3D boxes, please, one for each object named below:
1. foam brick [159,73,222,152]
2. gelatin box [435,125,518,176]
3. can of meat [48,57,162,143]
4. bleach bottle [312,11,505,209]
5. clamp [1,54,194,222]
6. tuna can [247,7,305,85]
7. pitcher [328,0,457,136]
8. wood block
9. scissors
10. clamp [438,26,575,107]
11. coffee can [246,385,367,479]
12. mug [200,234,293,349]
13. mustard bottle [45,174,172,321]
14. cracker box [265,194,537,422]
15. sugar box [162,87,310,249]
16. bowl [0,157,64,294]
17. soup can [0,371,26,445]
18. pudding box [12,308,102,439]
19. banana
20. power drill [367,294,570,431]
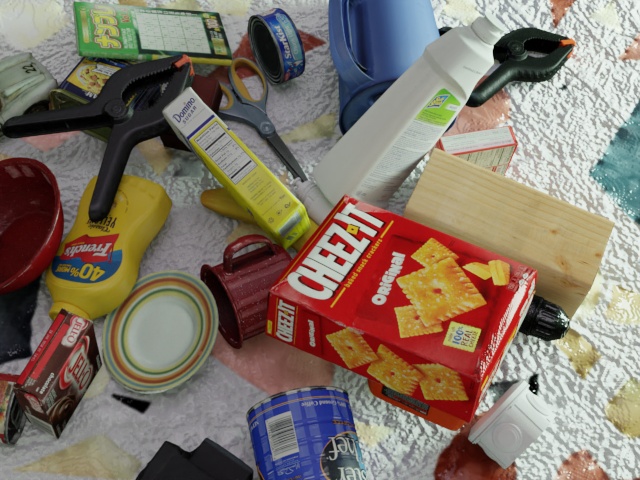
[{"bbox_3d":[-0.146,-0.144,1.207,0.051,0.053,0.078,13,77,3],"label":"foam brick"},{"bbox_3d":[0.171,-0.093,1.201,0.089,0.073,0.030,-11,62,-10],"label":"gelatin box"},{"bbox_3d":[-0.243,-0.166,1.220,0.102,0.057,0.083,25,60,9],"label":"can of meat"},{"bbox_3d":[0.102,-0.135,1.117,0.102,0.251,0.068,1,48,-52],"label":"bleach bottle"},{"bbox_3d":[-0.213,-0.121,1.142,0.209,0.036,0.165,-35,67,-15],"label":"clamp"},{"bbox_3d":[-0.052,-0.228,1.253,0.033,0.086,0.086,-24,65,-19],"label":"tuna can"},{"bbox_3d":[0.072,-0.235,1.237,0.145,0.149,0.243,-1,58,-6],"label":"pitcher"},{"bbox_3d":[0.194,-0.006,1.145,0.206,0.091,0.090,23,61,9],"label":"wood block"},{"bbox_3d":[-0.083,-0.129,1.235,0.096,0.016,0.202,-14,63,-10],"label":"scissors"},{"bbox_3d":[0.225,-0.229,1.302,0.171,0.039,0.120,-18,68,-21],"label":"clamp"},{"bbox_3d":[-0.007,0.220,0.996,0.102,0.103,0.140,-9,62,-9],"label":"coffee can"},{"bbox_3d":[-0.068,0.043,1.087,0.081,0.117,0.093,-22,37,-21],"label":"mug"},{"bbox_3d":[-0.233,0.021,1.113,0.096,0.058,0.191,10,60,20],"label":"mustard bottle"},{"bbox_3d":[0.079,0.057,1.017,0.214,0.072,0.164,23,46,17],"label":"cracker box"},{"bbox_3d":[-0.087,-0.073,1.111,0.048,0.093,0.176,-45,77,-6],"label":"sugar box"},{"bbox_3d":[-0.322,-0.004,1.104,0.162,0.055,0.162,-13,58,20],"label":"bowl"},{"bbox_3d":[-0.339,0.155,1.027,0.102,0.068,0.068,9,61,2],"label":"soup can"},{"bbox_3d":[-0.250,0.129,1.022,0.039,0.113,0.090,26,63,5],"label":"pudding box"},{"bbox_3d":[-0.042,-0.007,1.158,0.198,0.037,0.069,41,64,17],"label":"banana"},{"bbox_3d":[0.143,0.100,1.075,0.184,0.057,0.187,21,46,16],"label":"power drill"}]
